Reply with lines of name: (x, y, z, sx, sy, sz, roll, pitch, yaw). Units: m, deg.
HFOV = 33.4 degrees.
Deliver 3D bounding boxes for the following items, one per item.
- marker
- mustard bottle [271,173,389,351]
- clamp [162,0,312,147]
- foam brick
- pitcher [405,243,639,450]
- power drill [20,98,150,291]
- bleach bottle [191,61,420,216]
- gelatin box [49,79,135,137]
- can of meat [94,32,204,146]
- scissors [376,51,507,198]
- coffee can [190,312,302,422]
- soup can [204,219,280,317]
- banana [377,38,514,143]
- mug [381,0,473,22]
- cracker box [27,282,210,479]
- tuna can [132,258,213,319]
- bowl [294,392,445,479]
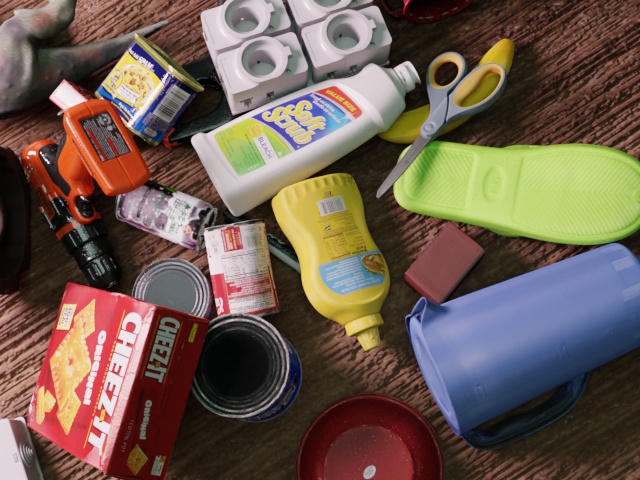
marker: (-0.058, 0.001, 1.184, 0.121, 0.020, 0.020, 34, 83, 10)
mustard bottle: (0.023, 0.027, 1.148, 0.096, 0.058, 0.191, -14, 77, -31)
clamp: (-0.098, -0.181, 1.215, 0.164, 0.036, 0.210, 34, 79, 10)
foam brick: (0.133, 0.028, 1.148, 0.051, 0.053, 0.078, 39, 83, 10)
pitcher: (0.222, 0.104, 1.097, 0.242, 0.149, 0.145, -22, 64, -3)
power drill: (-0.245, -0.050, 1.131, 0.057, 0.188, 0.184, -28, 84, -36)
bleach bottle: (-0.009, -0.129, 1.172, 0.251, 0.068, 0.103, -30, 63, 0)
gelatin box: (-0.251, -0.140, 1.191, 0.073, 0.089, 0.030, 40, 94, 10)
can of meat: (-0.191, -0.166, 1.178, 0.084, 0.057, 0.102, -51, 56, 7)
scissors: (0.112, -0.135, 1.159, 0.201, 0.016, 0.096, -38, 58, -7)
coffee can: (-0.075, 0.134, 1.098, 0.103, 0.140, 0.103, -1, 79, 4)
soup can: (-0.084, 0.032, 1.146, 0.068, 0.068, 0.102, -10, 90, 2)
banana: (0.140, -0.157, 1.192, 0.198, 0.037, 0.069, -26, 78, -1)
mug: (0.116, -0.299, 1.204, 0.117, 0.093, 0.081, -30, 70, 35)
cracker box: (-0.211, 0.136, 1.072, 0.072, 0.214, 0.164, 19, 83, -34)
tuna can: (-0.161, 0.064, 1.173, 0.086, 0.034, 0.086, -1, 79, 4)
bowl: (0.051, 0.238, 1.112, 0.162, 0.055, 0.162, -1, 79, 4)
